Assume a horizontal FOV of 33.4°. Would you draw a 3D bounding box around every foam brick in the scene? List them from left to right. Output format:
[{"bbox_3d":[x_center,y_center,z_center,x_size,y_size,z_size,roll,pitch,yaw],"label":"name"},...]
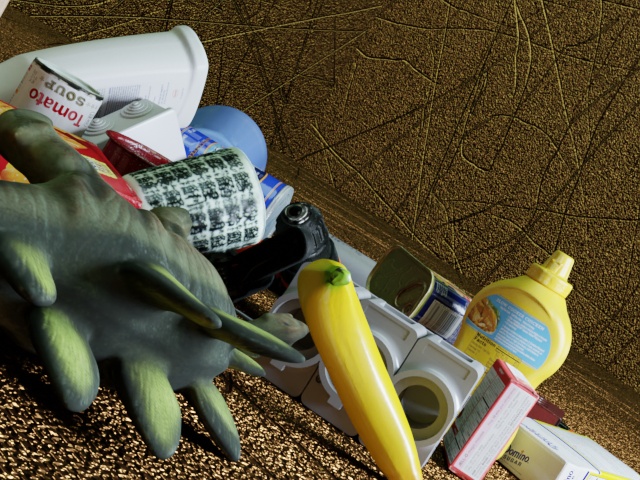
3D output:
[{"bbox_3d":[0.219,0.189,1.117,0.053,0.051,0.078,33,6,14],"label":"foam brick"}]

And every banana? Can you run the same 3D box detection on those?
[{"bbox_3d":[0.021,0.079,0.675,0.070,0.037,0.197,-111,179,-54],"label":"banana"}]

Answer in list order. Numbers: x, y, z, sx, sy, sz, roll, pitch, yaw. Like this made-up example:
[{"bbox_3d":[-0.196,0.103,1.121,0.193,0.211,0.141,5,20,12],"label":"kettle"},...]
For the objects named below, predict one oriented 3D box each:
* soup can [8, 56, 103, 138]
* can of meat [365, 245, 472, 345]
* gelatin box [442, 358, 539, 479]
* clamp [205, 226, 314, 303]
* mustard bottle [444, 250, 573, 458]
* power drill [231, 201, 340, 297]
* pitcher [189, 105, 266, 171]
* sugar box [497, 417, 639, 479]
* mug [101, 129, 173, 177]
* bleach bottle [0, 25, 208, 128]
[{"bbox_3d":[-0.237,-0.095,0.905,0.068,0.102,0.068,31,6,-4],"label":"soup can"},{"bbox_3d":[0.105,0.059,1.040,0.083,0.057,0.102,32,5,-28],"label":"can of meat"},{"bbox_3d":[0.135,0.146,0.859,0.030,0.089,0.073,32,6,-2],"label":"gelatin box"},{"bbox_3d":[-0.081,0.028,0.802,0.120,0.039,0.172,-5,-14,-17],"label":"clamp"},{"bbox_3d":[0.167,0.093,0.952,0.096,0.192,0.058,34,7,26],"label":"mustard bottle"},{"bbox_3d":[-0.056,0.001,0.946,0.188,0.057,0.184,34,-27,31],"label":"power drill"},{"bbox_3d":[-0.130,-0.090,1.329,0.149,0.145,0.243,-9,10,2],"label":"pitcher"},{"bbox_3d":[0.234,0.215,1.018,0.175,0.048,0.093,21,12,-44],"label":"sugar box"},{"bbox_3d":[-0.150,-0.029,0.901,0.117,0.081,0.093,32,6,6],"label":"mug"},{"bbox_3d":[-0.234,-0.139,0.976,0.250,0.103,0.068,-10,54,-30],"label":"bleach bottle"}]
